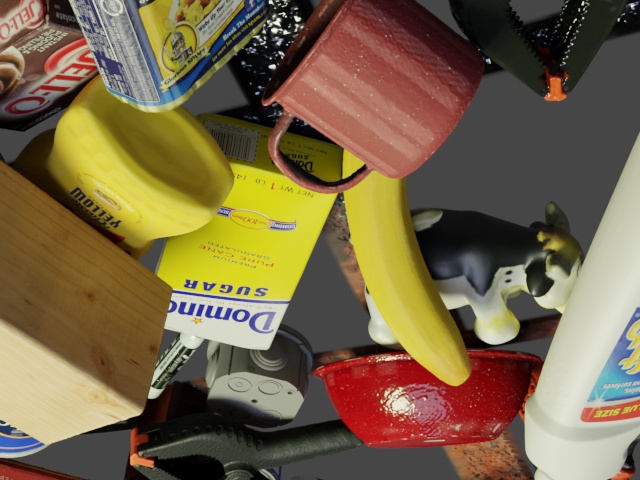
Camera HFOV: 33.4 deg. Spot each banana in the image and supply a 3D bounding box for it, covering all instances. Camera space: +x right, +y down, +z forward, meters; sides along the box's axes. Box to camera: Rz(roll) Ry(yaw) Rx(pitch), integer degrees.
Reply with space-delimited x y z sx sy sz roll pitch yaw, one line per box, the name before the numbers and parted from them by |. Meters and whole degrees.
banana | 0.048 -0.010 0.624 0.070 0.037 0.198 3 106 35

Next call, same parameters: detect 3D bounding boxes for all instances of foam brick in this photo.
foam brick | -0.117 0.164 0.856 0.053 0.078 0.051 32 133 -27

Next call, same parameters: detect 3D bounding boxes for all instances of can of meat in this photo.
can of meat | -0.074 -0.125 0.521 0.058 0.102 0.084 26 150 30

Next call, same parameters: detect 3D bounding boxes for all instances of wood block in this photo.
wood block | -0.189 0.019 0.580 0.091 0.090 0.205 -23 133 34

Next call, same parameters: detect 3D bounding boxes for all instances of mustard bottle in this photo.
mustard bottle | -0.135 -0.029 0.639 0.096 0.058 0.192 39 149 -19

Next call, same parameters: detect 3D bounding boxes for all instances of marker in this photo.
marker | -0.107 0.084 0.811 0.020 0.020 0.121 23 134 -19

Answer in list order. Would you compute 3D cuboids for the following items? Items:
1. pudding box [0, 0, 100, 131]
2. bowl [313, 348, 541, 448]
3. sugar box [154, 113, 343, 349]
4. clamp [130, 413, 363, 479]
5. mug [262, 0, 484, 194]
pudding box | -0.156 -0.099 0.571 0.114 0.039 0.089 -21 169 28
bowl | 0.076 0.115 0.750 0.162 0.055 0.162 -3 165 -1
sugar box | -0.054 0.001 0.696 0.093 0.048 0.176 14 135 -8
clamp | -0.059 0.176 0.803 0.171 0.039 0.120 7 118 -10
mug | 0.022 -0.076 0.549 0.081 0.093 0.117 34 97 -13
